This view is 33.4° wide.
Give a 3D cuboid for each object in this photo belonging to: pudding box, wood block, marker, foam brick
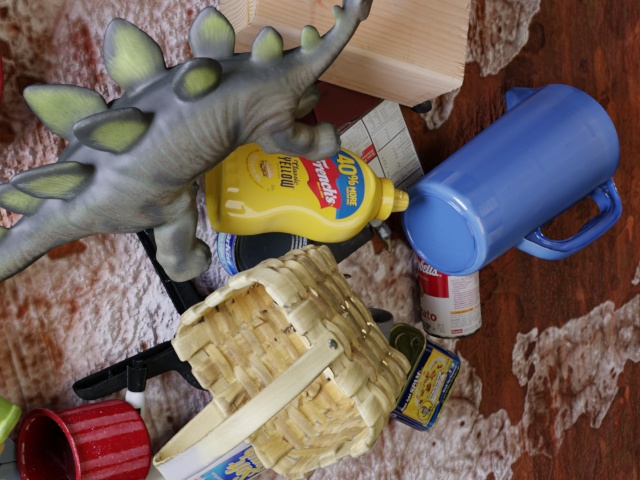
[{"bbox_3d":[0.052,-0.087,1.082,0.090,0.039,0.113,-41,127,-25],"label":"pudding box"},{"bbox_3d":[0.022,-0.195,0.947,0.205,0.090,0.091,13,77,-26],"label":"wood block"},{"bbox_3d":[-0.165,0.163,0.944,0.020,0.020,0.121,-3,105,-38],"label":"marker"},{"bbox_3d":[0.007,-0.140,1.021,0.078,0.051,0.053,-33,120,-28],"label":"foam brick"}]

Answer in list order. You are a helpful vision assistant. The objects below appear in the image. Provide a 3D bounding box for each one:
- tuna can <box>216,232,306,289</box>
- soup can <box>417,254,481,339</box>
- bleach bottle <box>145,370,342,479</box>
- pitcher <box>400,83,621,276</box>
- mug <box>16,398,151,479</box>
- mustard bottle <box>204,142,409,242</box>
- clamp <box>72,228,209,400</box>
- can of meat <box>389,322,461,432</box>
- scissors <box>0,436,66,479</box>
[{"bbox_3d":[-0.057,0.001,1.022,0.085,0.034,0.086,-12,110,-36],"label":"tuna can"},{"bbox_3d":[0.143,0.049,1.175,0.068,0.069,0.102,-20,115,-34],"label":"soup can"},{"bbox_3d":[-0.093,0.206,1.028,0.250,0.068,0.102,-32,148,-20],"label":"bleach bottle"},{"bbox_3d":[0.205,-0.054,1.125,0.242,0.149,0.145,-34,126,-35],"label":"pitcher"},{"bbox_3d":[-0.194,0.192,0.903,0.081,0.093,0.117,-7,74,-47],"label":"mug"},{"bbox_3d":[-0.008,-0.046,0.982,0.191,0.058,0.096,6,58,-21],"label":"mustard bottle"},{"bbox_3d":[-0.124,0.096,0.992,0.209,0.036,0.164,32,82,-40],"label":"clamp"},{"bbox_3d":[0.102,0.154,1.180,0.083,0.058,0.102,32,83,-42],"label":"can of meat"},{"bbox_3d":[-0.248,0.179,0.930,0.201,0.016,0.096,-19,114,-34],"label":"scissors"}]
